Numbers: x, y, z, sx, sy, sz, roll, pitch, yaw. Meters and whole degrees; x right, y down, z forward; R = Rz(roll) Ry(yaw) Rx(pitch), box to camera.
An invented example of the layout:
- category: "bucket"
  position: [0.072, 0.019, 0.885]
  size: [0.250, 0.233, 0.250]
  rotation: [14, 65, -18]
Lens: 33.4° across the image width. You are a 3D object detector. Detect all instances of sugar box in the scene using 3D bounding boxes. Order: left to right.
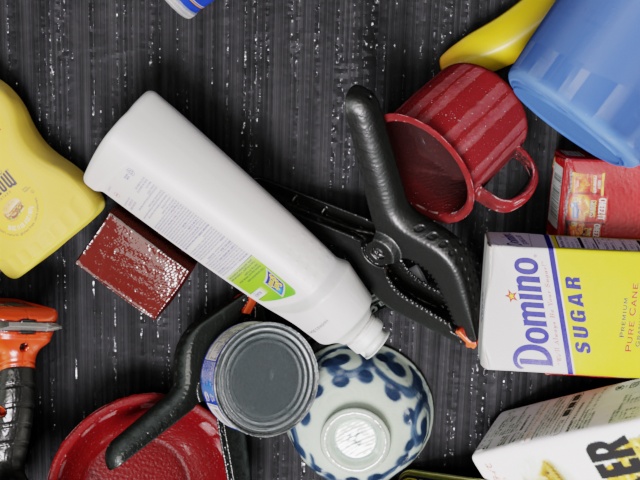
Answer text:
- category: "sugar box"
  position: [0.200, 0.046, 0.737]
  size: [0.176, 0.048, 0.093]
  rotation: [1, 105, 3]

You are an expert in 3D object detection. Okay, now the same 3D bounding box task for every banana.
- category: "banana"
  position: [0.166, -0.189, 0.770]
  size: [0.070, 0.037, 0.198]
  rotation: [37, 102, 15]

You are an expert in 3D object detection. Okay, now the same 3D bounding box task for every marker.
- category: "marker"
  position: [0.027, 0.055, 0.841]
  size: [0.121, 0.020, 0.020]
  rotation: [-28, 99, 10]

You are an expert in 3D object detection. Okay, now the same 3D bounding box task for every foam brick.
- category: "foam brick"
  position: [-0.140, 0.014, 0.829]
  size: [0.078, 0.053, 0.051]
  rotation: [37, 103, -4]

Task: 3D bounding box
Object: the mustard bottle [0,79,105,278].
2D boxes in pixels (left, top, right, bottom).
- category: "mustard bottle"
  position: [-0.260, -0.071, 0.817]
  size: [0.096, 0.058, 0.191]
  rotation: [-37, 97, 16]

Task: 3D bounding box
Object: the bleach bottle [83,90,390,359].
- category: "bleach bottle"
  position: [-0.055, 0.001, 0.796]
  size: [0.251, 0.103, 0.068]
  rotation: [40, 64, -6]

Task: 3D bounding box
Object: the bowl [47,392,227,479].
- category: "bowl"
  position: [-0.141, 0.202, 0.850]
  size: [0.162, 0.055, 0.162]
  rotation: [2, 83, -20]

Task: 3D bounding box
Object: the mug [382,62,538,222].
- category: "mug"
  position: [0.102, -0.066, 0.758]
  size: [0.117, 0.093, 0.081]
  rotation: [37, 61, 17]

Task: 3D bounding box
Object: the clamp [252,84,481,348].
- category: "clamp"
  position: [0.051, -0.008, 0.770]
  size: [0.210, 0.036, 0.165]
  rotation: [42, 142, -1]

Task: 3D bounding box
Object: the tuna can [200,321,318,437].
- category: "tuna can"
  position: [-0.047, 0.104, 0.807]
  size: [0.086, 0.034, 0.086]
  rotation: [1, 88, -27]

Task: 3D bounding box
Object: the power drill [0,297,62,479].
- category: "power drill"
  position: [-0.255, 0.140, 0.832]
  size: [0.057, 0.185, 0.187]
  rotation: [3, 90, -35]

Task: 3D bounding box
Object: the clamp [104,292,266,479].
- category: "clamp"
  position: [-0.094, 0.118, 0.826]
  size: [0.120, 0.039, 0.171]
  rotation: [15, 82, -24]
